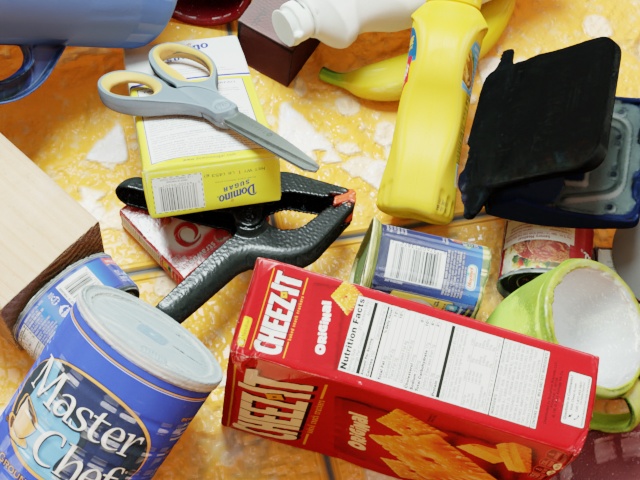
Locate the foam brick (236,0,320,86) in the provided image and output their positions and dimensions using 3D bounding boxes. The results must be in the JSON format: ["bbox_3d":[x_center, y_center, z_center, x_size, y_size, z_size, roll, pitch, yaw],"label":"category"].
[{"bbox_3d":[-0.027,-0.177,0.861,0.053,0.051,0.078,30,67,8],"label":"foam brick"}]

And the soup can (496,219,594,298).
[{"bbox_3d":[0.170,-0.008,0.798,0.068,0.068,0.102,11,65,-1],"label":"soup can"}]

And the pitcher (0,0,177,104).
[{"bbox_3d":[-0.220,-0.183,0.731,0.242,0.149,0.145,-4,49,-44],"label":"pitcher"}]

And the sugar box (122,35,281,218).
[{"bbox_3d":[-0.090,-0.088,0.779,0.093,0.048,0.176,-8,36,-9],"label":"sugar box"}]

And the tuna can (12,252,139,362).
[{"bbox_3d":[-0.165,0.050,0.728,0.086,0.086,0.034,-41,78,-20],"label":"tuna can"}]

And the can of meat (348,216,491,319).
[{"bbox_3d":[0.066,0.032,0.752,0.084,0.102,0.057,13,66,-3],"label":"can of meat"}]

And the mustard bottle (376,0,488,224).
[{"bbox_3d":[0.086,-0.110,0.785,0.058,0.096,0.191,11,89,9],"label":"mustard bottle"}]

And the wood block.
[{"bbox_3d":[-0.256,-0.031,0.752,0.206,0.091,0.090,40,68,11],"label":"wood block"}]

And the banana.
[{"bbox_3d":[0.097,-0.162,0.874,0.197,0.037,0.070,-30,72,-17],"label":"banana"}]

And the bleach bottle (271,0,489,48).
[{"bbox_3d":[0.076,-0.208,0.834,0.250,0.068,0.102,-31,76,-23],"label":"bleach bottle"}]

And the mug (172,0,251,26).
[{"bbox_3d":[-0.087,-0.238,0.850,0.093,0.117,0.081,26,57,-28],"label":"mug"}]

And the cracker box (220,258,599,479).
[{"bbox_3d":[0.047,0.101,0.685,0.213,0.164,0.072,16,64,1],"label":"cracker box"}]

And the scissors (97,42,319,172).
[{"bbox_3d":[-0.086,-0.084,0.721,0.096,0.016,0.202,-18,40,-18],"label":"scissors"}]

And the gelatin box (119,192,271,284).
[{"bbox_3d":[-0.093,-0.019,0.796,0.089,0.030,0.073,-40,77,-19],"label":"gelatin box"}]

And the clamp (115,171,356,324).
[{"bbox_3d":[-0.055,0.001,0.753,0.171,0.039,0.120,-6,65,-7],"label":"clamp"}]

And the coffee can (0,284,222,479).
[{"bbox_3d":[-0.141,0.113,0.664,0.103,0.102,0.140,36,98,10],"label":"coffee can"}]
